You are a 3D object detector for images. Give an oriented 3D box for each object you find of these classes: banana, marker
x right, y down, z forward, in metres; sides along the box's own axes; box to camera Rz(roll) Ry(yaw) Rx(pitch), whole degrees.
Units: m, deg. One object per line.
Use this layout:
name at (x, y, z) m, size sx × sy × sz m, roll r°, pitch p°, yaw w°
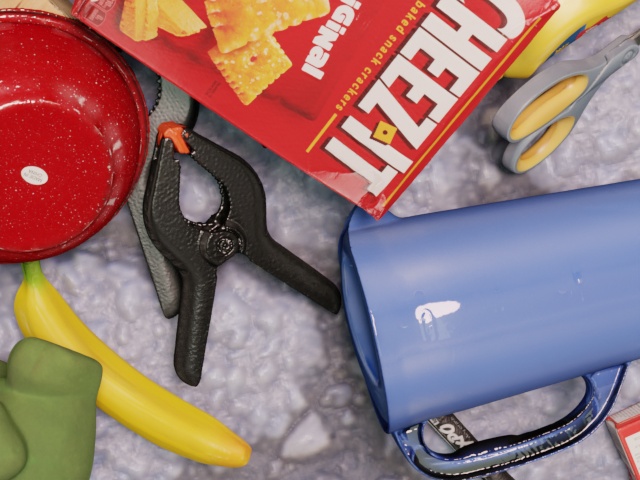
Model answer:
banana at (-0.134, 0.090, 0.701) m, size 0.197 × 0.070 × 0.037 m, roll 42°, pitch 58°, yaw -6°
marker at (0.096, 0.137, 0.742) m, size 0.020 × 0.020 × 0.121 m, roll -42°, pitch 99°, yaw 4°

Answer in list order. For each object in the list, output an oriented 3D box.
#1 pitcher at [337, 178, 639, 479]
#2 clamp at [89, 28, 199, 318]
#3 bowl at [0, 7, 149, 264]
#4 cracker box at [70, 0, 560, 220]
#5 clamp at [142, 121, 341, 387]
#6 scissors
pitcher at (0.139, 0.042, 0.676) m, size 0.242 × 0.145 × 0.149 m, roll -12°, pitch 134°, yaw -4°
clamp at (-0.146, -0.065, 0.688) m, size 0.164 × 0.036 × 0.210 m, roll 14°, pitch 102°, yaw -6°
bowl at (-0.169, -0.046, 0.607) m, size 0.162 × 0.055 × 0.162 m, roll -12°, pitch 122°, yaw -20°
cracker box at (-0.004, -0.135, 0.587) m, size 0.213 × 0.072 × 0.164 m, roll 33°, pitch 115°, yaw -13°
clamp at (-0.054, 0.001, 0.687) m, size 0.120 × 0.039 × 0.171 m, roll -20°, pitch 112°, yaw -21°
scissors at (0.187, -0.107, 0.701) m, size 0.201 × 0.096 × 0.016 m, roll -30°, pitch 62°, yaw -24°
